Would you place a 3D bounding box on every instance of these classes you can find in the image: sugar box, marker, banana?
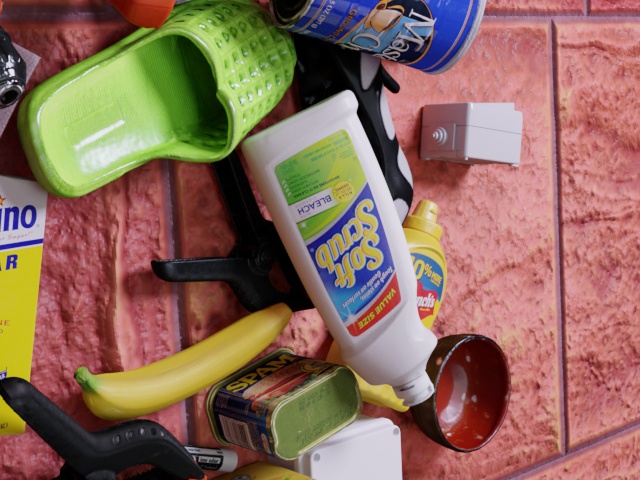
[{"bbox_3d":[-0.239,0.041,0.715,0.093,0.048,0.176,5,91,-42],"label":"sugar box"},{"bbox_3d":[-0.118,0.170,0.847,0.120,0.020,0.020,16,83,-41],"label":"marker"},{"bbox_3d":[-0.106,0.099,0.825,0.197,0.070,0.037,-18,67,-39],"label":"banana"}]

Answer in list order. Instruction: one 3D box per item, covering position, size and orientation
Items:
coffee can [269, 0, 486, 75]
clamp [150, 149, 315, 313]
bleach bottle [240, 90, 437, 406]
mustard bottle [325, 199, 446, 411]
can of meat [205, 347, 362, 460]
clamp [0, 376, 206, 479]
[{"bbox_3d":[0.044,-0.197,0.835,0.140,0.103,0.103,12,85,-26],"label":"coffee can"},{"bbox_3d":[-0.056,0.001,0.876,0.171,0.039,0.120,31,78,-44],"label":"clamp"},{"bbox_3d":[0.033,0.014,0.855,0.102,0.068,0.251,-27,98,-1],"label":"bleach bottle"},{"bbox_3d":[0.070,0.053,0.976,0.096,0.058,0.191,29,74,-39],"label":"mustard bottle"},{"bbox_3d":[-0.029,0.135,0.879,0.101,0.084,0.057,-26,110,-36],"label":"can of meat"},{"bbox_3d":[-0.175,0.176,0.762,0.209,0.036,0.165,18,111,-48],"label":"clamp"}]
